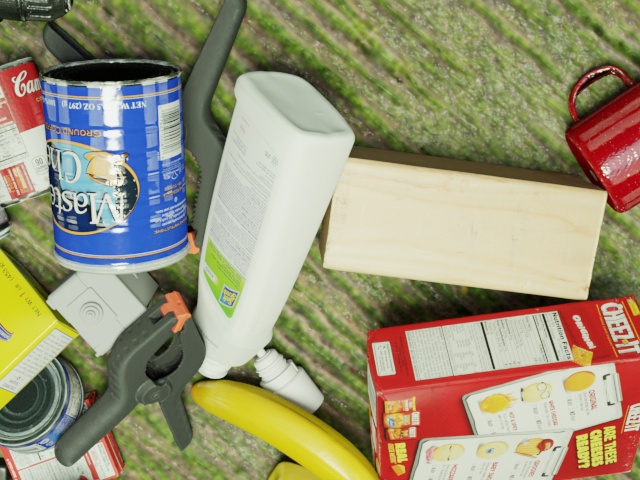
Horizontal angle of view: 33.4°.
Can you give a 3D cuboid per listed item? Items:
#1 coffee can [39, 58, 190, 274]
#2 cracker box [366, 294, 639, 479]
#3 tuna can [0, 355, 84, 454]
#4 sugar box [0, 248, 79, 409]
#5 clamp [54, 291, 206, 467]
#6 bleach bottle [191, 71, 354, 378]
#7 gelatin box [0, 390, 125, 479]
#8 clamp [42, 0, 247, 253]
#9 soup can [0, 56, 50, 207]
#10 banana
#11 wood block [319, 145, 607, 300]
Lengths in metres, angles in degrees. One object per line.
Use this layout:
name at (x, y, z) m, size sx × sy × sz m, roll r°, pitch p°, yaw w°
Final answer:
coffee can at (-0.151, -0.057, 0.793) m, size 0.103 × 0.103 × 0.140 m, roll -1°, pitch 109°, yaw -2°
cracker box at (0.146, 0.129, 0.853) m, size 0.213 × 0.072 × 0.164 m, roll -8°, pitch 137°, yaw -1°
tuna can at (-0.240, 0.129, 0.872) m, size 0.086 × 0.033 × 0.086 m, roll -4°, pitch 70°, yaw 10°
sugar box at (-0.288, 0.100, 0.848) m, size 0.176 × 0.048 × 0.093 m, roll -44°, pitch 64°, yaw -5°
clamp at (-0.146, 0.116, 0.842) m, size 0.120 × 0.039 × 0.172 m, roll -13°, pitch 133°, yaw -35°
bleach bottle at (-0.055, 0.001, 0.836) m, size 0.067 × 0.103 × 0.251 m, roll -4°, pitch 129°, yaw -36°
gelatin box at (-0.220, 0.176, 0.904) m, size 0.089 × 0.030 × 0.073 m, roll -20°, pitch 99°, yaw 2°
clamp at (-0.113, -0.095, 0.851) m, size 0.165 × 0.036 × 0.210 m, roll -16°, pitch 102°, yaw 10°
soup can at (-0.239, -0.084, 0.836) m, size 0.068 × 0.068 × 0.102 m, roll -19°, pitch 101°, yaw 1°
banana at (-0.024, 0.162, 0.863) m, size 0.198 × 0.037 × 0.070 m, roll 33°, pitch 138°, yaw 13°
wood block at (0.107, -0.016, 0.850) m, size 0.206 × 0.091 × 0.090 m, roll 7°, pitch 101°, yaw -4°
